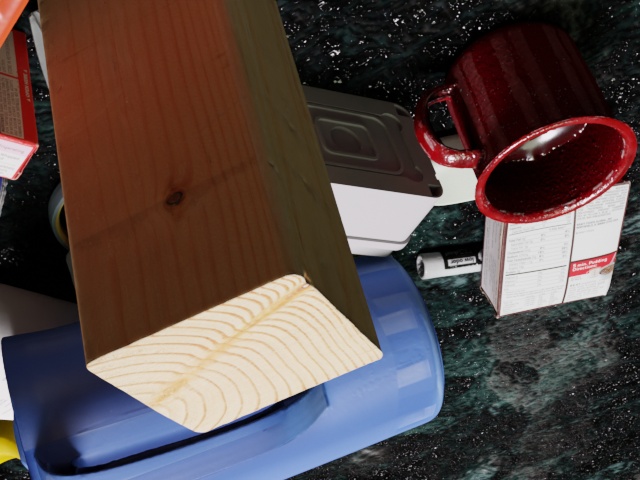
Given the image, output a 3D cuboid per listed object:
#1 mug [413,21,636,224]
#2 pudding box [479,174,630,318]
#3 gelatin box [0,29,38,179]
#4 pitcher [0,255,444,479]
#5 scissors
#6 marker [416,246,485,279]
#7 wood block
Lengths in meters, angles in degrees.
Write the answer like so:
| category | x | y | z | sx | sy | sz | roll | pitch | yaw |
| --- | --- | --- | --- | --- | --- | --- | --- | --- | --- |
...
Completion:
| category | x | y | z | sx | sy | sz | roll | pitch | yaw |
| --- | --- | --- | --- | --- | --- | --- | --- | --- | --- |
| mug | 0.108 | -0.067 | 0.604 | 0.117 | 0.081 | 0.093 | -7 | 147 | -14 |
| pudding box | 0.162 | -0.002 | 0.748 | 0.090 | 0.039 | 0.113 | -10 | 132 | -7 |
| gelatin box | -0.176 | -0.072 | 0.480 | 0.089 | 0.073 | 0.030 | 13 | 137 | -37 |
| pitcher | -0.053 | 0.090 | 0.619 | 0.242 | 0.149 | 0.145 | -16 | 143 | -12 |
| scissors | -0.111 | -0.054 | 0.590 | 0.096 | 0.016 | 0.202 | -6 | 147 | -18 |
| marker | 0.131 | 0.012 | 0.792 | 0.121 | 0.020 | 0.020 | -7 | 146 | -14 |
| wood block | -0.054 | -0.037 | 0.463 | 0.091 | 0.206 | 0.090 | -24 | 147 | 13 |
